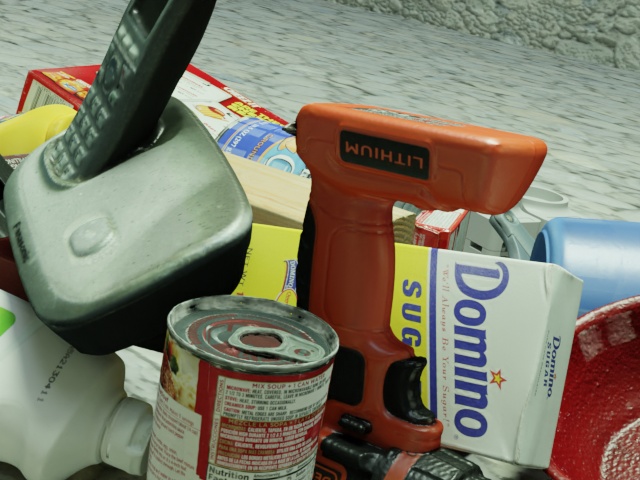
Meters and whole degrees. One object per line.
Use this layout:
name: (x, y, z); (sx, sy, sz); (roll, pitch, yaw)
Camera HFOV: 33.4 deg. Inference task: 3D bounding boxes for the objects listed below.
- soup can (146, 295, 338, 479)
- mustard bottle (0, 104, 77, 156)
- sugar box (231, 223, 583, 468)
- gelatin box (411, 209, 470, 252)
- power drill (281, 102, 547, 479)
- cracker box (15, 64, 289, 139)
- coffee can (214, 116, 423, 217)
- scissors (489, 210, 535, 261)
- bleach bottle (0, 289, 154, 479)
soup can: (-0.034, 0.082, 0.431); (0.068, 0.102, 0.068); (9, 18, -3)
mustard bottle: (-0.223, -0.065, 0.775); (0.192, 0.058, 0.096); (0, 9, 38)
sugar box: (0.032, 0.048, 0.528); (0.177, 0.093, 0.048); (7, -9, 35)
gelatin box: (0.080, 0.014, 0.751); (0.030, 0.073, 0.089); (13, 19, 14)
power drill: (0.039, 0.043, 0.451); (0.185, 0.188, 0.057); (17, 12, 32)
cracker box: (-0.128, -0.085, 0.910); (0.164, 0.072, 0.213); (33, 24, 18)
coffee can: (-0.006, -0.025, 0.777); (0.140, 0.103, 0.102); (20, 20, 29)
scissors: (0.127, -0.001, 0.747); (0.202, 0.016, 0.096); (47, 37, 5)
bleach bottle: (-0.193, 0.056, 0.477); (0.251, 0.068, 0.102); (18, 55, 8)
